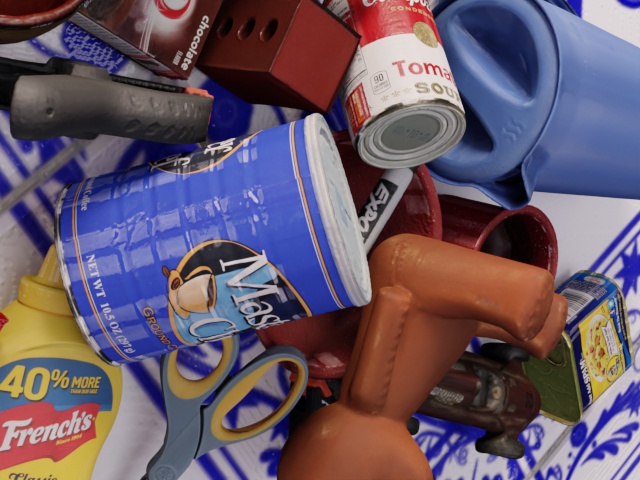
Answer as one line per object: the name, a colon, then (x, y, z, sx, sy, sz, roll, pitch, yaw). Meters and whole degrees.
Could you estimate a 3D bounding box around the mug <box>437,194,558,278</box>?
mug: (0.116, 0.015, 0.766, 0.117, 0.082, 0.093, 15, 92, -41)

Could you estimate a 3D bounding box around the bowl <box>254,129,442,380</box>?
bowl: (0.003, 0.005, 0.686, 0.161, 0.055, 0.162, -12, 109, -37)

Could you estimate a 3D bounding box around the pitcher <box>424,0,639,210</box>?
pitcher: (0.177, -0.103, 0.765, 0.242, 0.145, 0.149, 5, 111, -44)

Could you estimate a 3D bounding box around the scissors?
scissors: (-0.099, 0.118, 0.630, 0.202, 0.016, 0.096, -37, 111, 1)

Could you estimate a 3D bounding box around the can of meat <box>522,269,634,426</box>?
can of meat: (0.211, 0.086, 0.881, 0.083, 0.058, 0.102, -34, 122, -31)

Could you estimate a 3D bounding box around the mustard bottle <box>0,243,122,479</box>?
mustard bottle: (-0.158, 0.096, 0.577, 0.096, 0.058, 0.191, 11, 95, -36)

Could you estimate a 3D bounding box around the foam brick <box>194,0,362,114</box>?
foam brick: (-0.026, -0.110, 0.617, 0.051, 0.078, 0.053, 29, 81, -40)

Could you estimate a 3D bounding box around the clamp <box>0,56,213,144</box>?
clamp: (-0.117, -0.067, 0.515, 0.209, 0.165, 0.036, 2, 104, -50)

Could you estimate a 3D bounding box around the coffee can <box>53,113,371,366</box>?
coffee can: (-0.054, 0.001, 0.564, 0.140, 0.103, 0.103, -15, 118, 8)

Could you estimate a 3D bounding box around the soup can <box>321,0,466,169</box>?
soup can: (0.042, -0.102, 0.638, 0.068, 0.069, 0.102, 15, 52, -41)

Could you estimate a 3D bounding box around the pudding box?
pudding box: (-0.091, -0.157, 0.575, 0.089, 0.039, 0.113, 28, 84, -41)

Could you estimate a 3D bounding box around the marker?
marker: (0.034, -0.018, 0.655, 0.020, 0.020, 0.121, 41, 75, -39)
